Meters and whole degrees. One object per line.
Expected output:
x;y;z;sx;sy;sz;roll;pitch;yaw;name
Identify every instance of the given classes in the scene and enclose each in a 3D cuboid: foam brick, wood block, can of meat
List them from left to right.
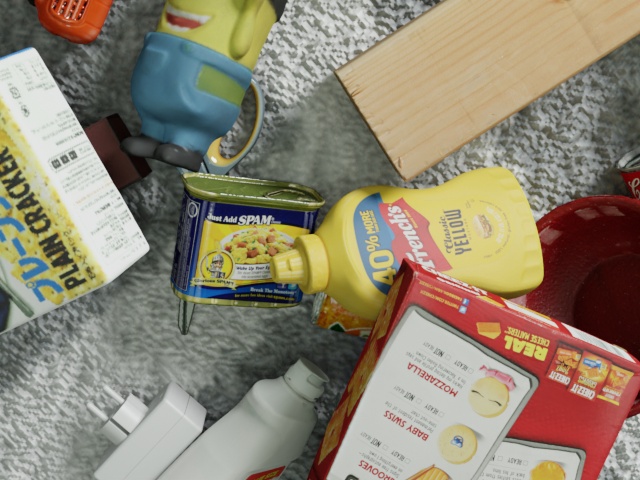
-0.171;-0.051;0.776;0.078;0.053;0.051;-28;100;4;foam brick
-0.055;0.001;0.775;0.102;0.057;0.084;5;106;-19;can of meat
0.120;-0.136;0.748;0.206;0.090;0.091;-32;98;5;wood block

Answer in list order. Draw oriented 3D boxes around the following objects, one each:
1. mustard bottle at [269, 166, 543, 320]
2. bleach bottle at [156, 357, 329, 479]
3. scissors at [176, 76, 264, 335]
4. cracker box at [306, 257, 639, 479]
0.057;0.006;0.755;0.191;0.058;0.096;-9;75;-18;mustard bottle
-0.086;0.190;0.799;0.068;0.102;0.251;42;97;30;bleach bottle
-0.106;-0.037;0.798;0.096;0.016;0.202;23;98;-3;scissors
0.089;0.141;0.703;0.164;0.072;0.214;22;97;-4;cracker box
